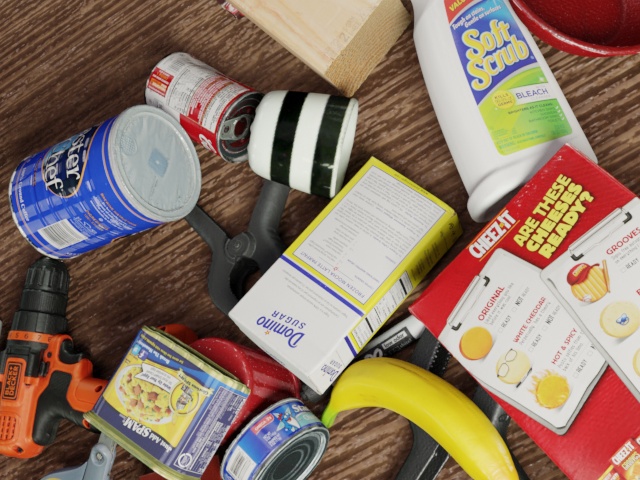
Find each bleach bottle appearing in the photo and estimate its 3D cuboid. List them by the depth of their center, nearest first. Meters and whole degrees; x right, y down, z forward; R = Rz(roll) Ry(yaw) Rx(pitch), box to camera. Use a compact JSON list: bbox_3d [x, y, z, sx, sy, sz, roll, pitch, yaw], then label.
[{"bbox_3d":[0.117,-0.143,0.833,0.102,0.068,0.251,-16,69,-17],"label":"bleach bottle"}]

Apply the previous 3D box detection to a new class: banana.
[{"bbox_3d":[0.070,0.125,0.776,0.198,0.037,0.069,12,111,51],"label":"banana"}]

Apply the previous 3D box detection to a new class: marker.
[{"bbox_3d":[0.034,0.094,0.851,0.121,0.020,0.020,-33,63,13],"label":"marker"}]

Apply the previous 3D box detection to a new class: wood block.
[{"bbox_3d":[-0.033,-0.226,0.917,0.206,0.090,0.090,41,97,16],"label":"wood block"}]

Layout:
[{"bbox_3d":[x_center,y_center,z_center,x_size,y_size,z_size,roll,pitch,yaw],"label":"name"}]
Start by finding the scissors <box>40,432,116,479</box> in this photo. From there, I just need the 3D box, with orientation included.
[{"bbox_3d":[-0.196,0.177,0.886,0.096,0.016,0.202,16,110,24],"label":"scissors"}]

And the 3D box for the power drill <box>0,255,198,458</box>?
[{"bbox_3d":[-0.200,0.106,0.942,0.188,0.057,0.184,1,79,29],"label":"power drill"}]

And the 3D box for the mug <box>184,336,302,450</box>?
[{"bbox_3d":[-0.083,0.130,0.861,0.117,0.081,0.093,-33,63,13],"label":"mug"}]

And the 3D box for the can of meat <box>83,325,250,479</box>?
[{"bbox_3d":[-0.113,0.121,0.798,0.102,0.057,0.084,28,85,29],"label":"can of meat"}]

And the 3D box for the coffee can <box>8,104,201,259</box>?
[{"bbox_3d":[-0.190,-0.049,0.940,0.141,0.102,0.103,-18,66,35],"label":"coffee can"}]

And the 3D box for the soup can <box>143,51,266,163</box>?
[{"bbox_3d":[-0.101,-0.121,0.957,0.102,0.068,0.068,32,89,30],"label":"soup can"}]

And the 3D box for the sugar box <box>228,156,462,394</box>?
[{"bbox_3d":[0.021,0.026,0.843,0.093,0.048,0.176,36,78,31],"label":"sugar box"}]

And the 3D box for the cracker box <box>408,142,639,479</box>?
[{"bbox_3d":[0.188,0.062,0.705,0.164,0.072,0.214,-47,51,5],"label":"cracker box"}]

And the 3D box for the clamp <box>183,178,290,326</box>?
[{"bbox_3d":[-0.056,0.001,0.914,0.120,0.039,0.171,-32,60,19],"label":"clamp"}]

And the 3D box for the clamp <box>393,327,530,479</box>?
[{"bbox_3d":[0.094,0.146,0.796,0.165,0.036,0.210,-17,64,28],"label":"clamp"}]

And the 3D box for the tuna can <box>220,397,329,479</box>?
[{"bbox_3d":[-0.034,0.165,0.824,0.034,0.086,0.086,41,94,28],"label":"tuna can"}]
